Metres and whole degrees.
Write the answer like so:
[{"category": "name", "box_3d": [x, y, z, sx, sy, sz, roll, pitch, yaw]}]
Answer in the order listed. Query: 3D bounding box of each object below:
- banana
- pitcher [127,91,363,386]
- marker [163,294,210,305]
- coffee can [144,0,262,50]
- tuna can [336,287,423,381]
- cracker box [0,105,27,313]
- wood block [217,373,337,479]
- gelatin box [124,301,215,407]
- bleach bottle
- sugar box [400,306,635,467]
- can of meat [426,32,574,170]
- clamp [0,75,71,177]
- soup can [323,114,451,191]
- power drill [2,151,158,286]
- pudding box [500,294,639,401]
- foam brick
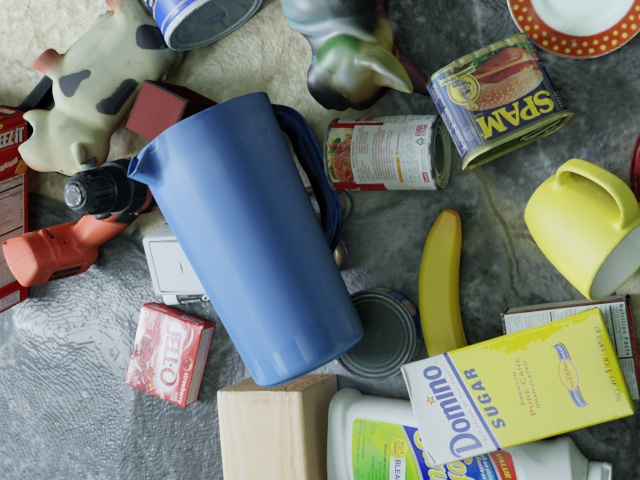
[{"category": "banana", "box_3d": [0.122, 0.073, 0.969, 0.070, 0.037, 0.198, -20, 82, 30]}, {"category": "pitcher", "box_3d": [-0.050, -0.003, 0.950, 0.149, 0.145, 0.243, -26, 90, 8]}, {"category": "marker", "box_3d": [-0.100, 0.051, 1.066, 0.121, 0.020, 0.020, -6, 92, 21]}, {"category": "coffee can", "box_3d": [-0.131, -0.267, 1.011, 0.103, 0.102, 0.140, -32, 82, 20]}, {"category": "tuna can", "box_3d": [0.053, 0.087, 1.001, 0.086, 0.033, 0.086, 2, 94, 21]}, {"category": "cracker box", "box_3d": [-0.394, -0.042, 1.122, 0.164, 0.072, 0.214, 15, 114, 20]}, {"category": "wood block", "box_3d": [-0.033, 0.236, 1.015, 0.090, 0.090, 0.206, -3, 93, 22]}, {"category": "gelatin box", "box_3d": [-0.154, 0.115, 1.085, 0.073, 0.030, 0.089, 18, 100, 19]}, {"category": "bleach bottle", "box_3d": [0.134, 0.194, 0.964, 0.251, 0.068, 0.102, 2, 94, 19]}, {"category": "sugar box", "box_3d": [0.165, 0.125, 0.902, 0.176, 0.048, 0.093, -19, 80, 14]}, {"category": "can of meat", "box_3d": [0.153, -0.121, 0.922, 0.102, 0.057, 0.084, -24, 81, -7]}, {"category": "clamp", "box_3d": [-0.314, -0.101, 1.129, 0.172, 0.039, 0.120, -21, 81, 25]}, {"category": "soup can", "box_3d": [0.062, -0.079, 0.968, 0.102, 0.068, 0.068, 0, 94, 20]}, {"category": "power drill", "box_3d": [-0.220, -0.021, 1.031, 0.188, 0.184, 0.057, -30, 82, 30]}, {"category": "pudding box", "box_3d": [0.220, 0.098, 0.935, 0.114, 0.039, 0.090, -8, 89, 19]}, {"category": "foam brick", "box_3d": [-0.141, -0.121, 1.039, 0.051, 0.078, 0.053, 27, 101, 18]}]
